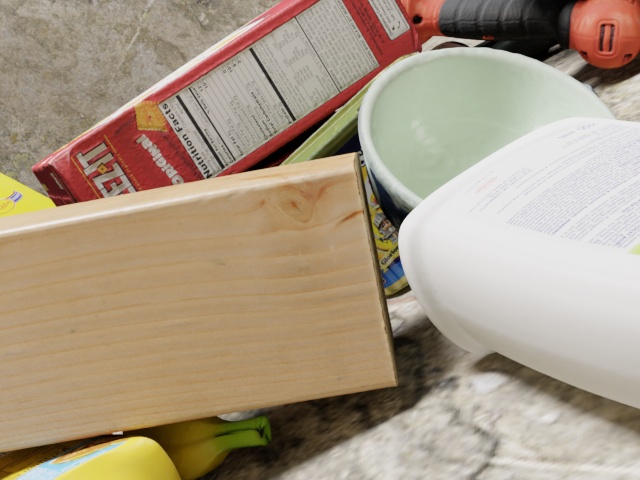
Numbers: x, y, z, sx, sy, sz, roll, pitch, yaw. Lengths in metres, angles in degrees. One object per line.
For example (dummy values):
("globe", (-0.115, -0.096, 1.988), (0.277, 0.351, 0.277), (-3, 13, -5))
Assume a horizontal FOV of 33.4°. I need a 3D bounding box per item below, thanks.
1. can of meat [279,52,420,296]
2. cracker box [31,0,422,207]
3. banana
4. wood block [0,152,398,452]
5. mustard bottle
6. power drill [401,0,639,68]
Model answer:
("can of meat", (0.037, -0.034, 0.562), (0.102, 0.084, 0.057), (-43, 12, -7))
("cracker box", (-0.062, -0.076, 0.644), (0.213, 0.072, 0.164), (-36, 12, -13))
("banana", (-0.063, 0.077, 0.529), (0.069, 0.037, 0.198), (-12, 13, -5))
("wood block", (-0.077, 0.026, 0.456), (0.206, 0.091, 0.090), (-11, 7, 4))
("mustard bottle", (-0.106, 0.114, 0.422), (0.096, 0.058, 0.192), (-32, 10, -32))
("power drill", (0.147, -0.172, 0.768), (0.188, 0.057, 0.184), (5, 24, 19))
